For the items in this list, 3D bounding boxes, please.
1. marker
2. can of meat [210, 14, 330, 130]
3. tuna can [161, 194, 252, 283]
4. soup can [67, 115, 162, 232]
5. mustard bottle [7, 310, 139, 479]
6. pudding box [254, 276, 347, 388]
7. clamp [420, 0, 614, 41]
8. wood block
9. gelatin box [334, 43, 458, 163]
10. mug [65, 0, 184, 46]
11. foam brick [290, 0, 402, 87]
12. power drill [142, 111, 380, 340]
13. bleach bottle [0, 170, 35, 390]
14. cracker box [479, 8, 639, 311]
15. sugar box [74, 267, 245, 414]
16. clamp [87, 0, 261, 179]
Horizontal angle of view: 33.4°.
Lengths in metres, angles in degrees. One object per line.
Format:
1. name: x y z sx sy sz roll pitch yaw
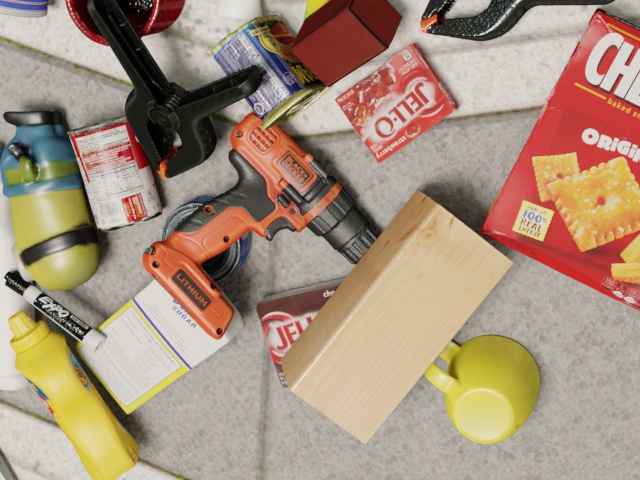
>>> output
1. marker: -0.268 0.069 1.070 0.121 0.020 0.020 36 111 7
2. can of meat: -0.043 -0.153 0.961 0.057 0.102 0.084 -37 91 21
3. tuna can: -0.113 0.000 1.056 0.086 0.033 0.086 4 105 14
4. soup can: -0.200 -0.066 1.044 0.069 0.068 0.102 -11 102 18
5. mustard bottle: -0.259 0.154 1.092 0.058 0.096 0.191 -33 105 -12
6. pudding box: 0.002 0.088 1.045 0.114 0.039 0.090 -15 100 18
7. clamp: 0.160 -0.234 0.917 0.172 0.039 0.120 -18 82 21
8. wood block: 0.064 0.066 0.960 0.090 0.090 0.206 37 95 -13
9. gelatin box: 0.070 -0.125 0.974 0.089 0.030 0.073 -34 94 21
10. mug: -0.170 -0.238 0.982 0.093 0.081 0.117 34 111 4
11. foam brick: 0.022 -0.181 0.934 0.051 0.053 0.078 42 136 -22
12. power drill: -0.056 0.001 0.990 0.184 0.057 0.187 46 78 -6
13. bleach bottle: -0.343 0.024 1.112 0.102 0.068 0.251 7 104 10
14. cracker box: 0.258 -0.066 0.917 0.164 0.072 0.214 28 109 6
15. sugar box: -0.162 0.095 1.070 0.176 0.048 0.093 -36 94 33
16. clamp: -0.126 -0.120 0.961 0.165 0.036 0.210 26 149 14
